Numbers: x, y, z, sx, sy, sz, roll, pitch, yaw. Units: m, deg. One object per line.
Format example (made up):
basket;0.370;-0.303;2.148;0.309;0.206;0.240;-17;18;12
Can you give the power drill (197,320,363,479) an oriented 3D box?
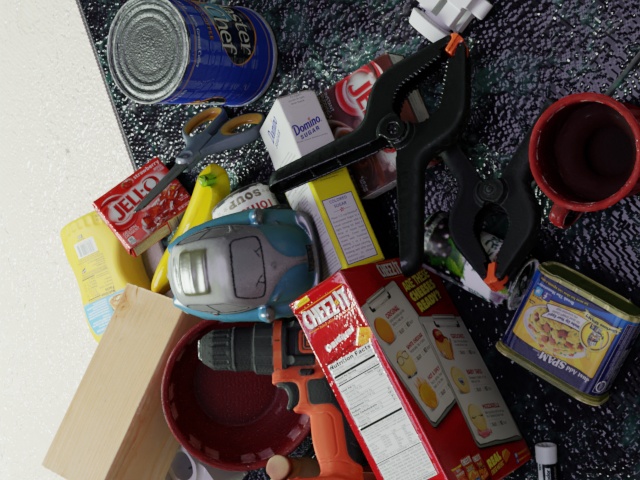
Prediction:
power drill;-0.024;0.165;0.999;0.184;0.057;0.187;-3;70;3

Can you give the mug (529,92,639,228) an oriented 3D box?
mug;0.223;-0.062;0.867;0.093;0.081;0.117;32;111;27

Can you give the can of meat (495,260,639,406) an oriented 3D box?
can of meat;0.213;0.076;0.905;0.102;0.057;0.084;31;109;26

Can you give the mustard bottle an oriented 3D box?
mustard bottle;-0.227;0.063;1.194;0.096;0.058;0.191;-22;83;34

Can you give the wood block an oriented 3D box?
wood block;-0.189;0.162;1.109;0.091;0.090;0.206;16;77;35

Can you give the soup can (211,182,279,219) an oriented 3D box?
soup can;-0.057;0.001;1.068;0.069;0.068;0.102;-37;75;31

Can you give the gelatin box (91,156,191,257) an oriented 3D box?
gelatin box;-0.188;-0.036;1.145;0.089;0.030;0.073;-36;69;-14

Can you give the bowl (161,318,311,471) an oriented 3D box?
bowl;-0.081;0.148;1.080;0.055;0.162;0.162;-177;87;-79

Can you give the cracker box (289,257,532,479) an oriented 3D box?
cracker box;0.082;0.125;0.933;0.072;0.163;0.214;-34;77;29

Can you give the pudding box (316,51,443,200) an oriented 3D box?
pudding box;0.055;-0.106;0.999;0.090;0.039;0.113;-29;81;31

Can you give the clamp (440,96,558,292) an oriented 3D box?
clamp;0.158;-0.045;0.910;0.120;0.039;0.171;-17;69;27

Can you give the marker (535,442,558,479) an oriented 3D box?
marker;0.204;0.241;0.951;0.020;0.020;0.121;-2;94;34

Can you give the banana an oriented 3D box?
banana;-0.132;-0.019;1.113;0.037;0.069;0.198;44;137;15

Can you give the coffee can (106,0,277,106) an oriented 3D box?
coffee can;-0.124;-0.184;1.049;0.103;0.140;0.103;4;97;33

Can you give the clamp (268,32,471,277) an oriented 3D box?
clamp;0.058;-0.091;0.934;0.165;0.036;0.210;25;85;24

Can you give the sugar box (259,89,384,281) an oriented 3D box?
sugar box;-0.001;-0.047;1.016;0.093;0.048;0.176;135;117;-70

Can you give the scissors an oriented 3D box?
scissors;-0.110;-0.082;1.040;0.096;0.201;0.016;-4;122;12
